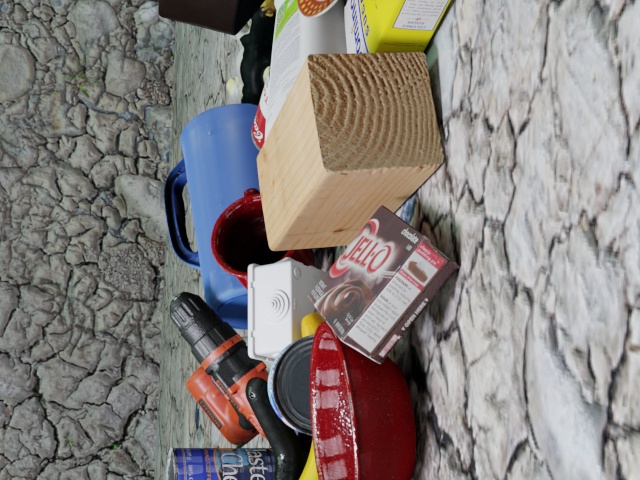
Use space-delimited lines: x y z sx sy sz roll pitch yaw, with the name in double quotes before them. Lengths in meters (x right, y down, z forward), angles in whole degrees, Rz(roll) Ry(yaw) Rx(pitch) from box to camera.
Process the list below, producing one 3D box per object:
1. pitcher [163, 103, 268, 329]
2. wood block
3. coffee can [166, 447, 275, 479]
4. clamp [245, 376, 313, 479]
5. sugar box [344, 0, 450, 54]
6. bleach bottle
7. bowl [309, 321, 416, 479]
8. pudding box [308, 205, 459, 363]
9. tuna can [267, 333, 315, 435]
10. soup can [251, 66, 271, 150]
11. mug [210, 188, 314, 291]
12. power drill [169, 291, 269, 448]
"pitcher" -0.095 -0.022 1.229 0.149 0.144 0.243 118 149 -55
"wood block" 0.015 -0.063 0.840 0.206 0.090 0.090 130 134 -69
"coffee can" -0.093 0.275 1.154 0.103 0.140 0.103 -178 90 -77
"clamp" -0.024 0.199 0.977 0.039 0.120 0.171 -19 69 38
"sugar box" 0.058 -0.186 0.795 0.176 0.048 0.093 122 148 -63
"bleach bottle" -0.008 -0.200 1.040 0.103 0.068 0.251 -40 41 47
"bowl" 0.033 0.140 0.803 0.162 0.055 0.162 176 90 -78
"pudding box" 0.042 0.029 0.756 0.090 0.039 0.113 -52 20 3
"tuna can" -0.002 0.123 0.908 0.034 0.086 0.086 145 126 -76
"soup can" -0.031 -0.139 1.121 0.102 0.068 0.068 114 155 -57
"mug" -0.057 0.001 1.089 0.081 0.093 0.117 59 -167 -59
"power drill" -0.106 0.151 1.179 0.184 0.057 0.188 51 162 9
